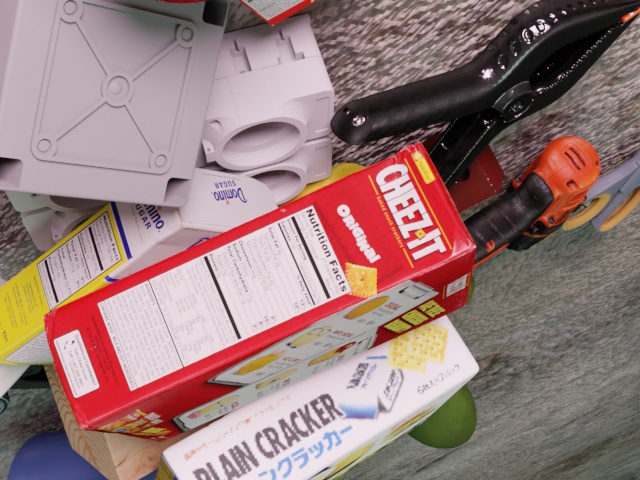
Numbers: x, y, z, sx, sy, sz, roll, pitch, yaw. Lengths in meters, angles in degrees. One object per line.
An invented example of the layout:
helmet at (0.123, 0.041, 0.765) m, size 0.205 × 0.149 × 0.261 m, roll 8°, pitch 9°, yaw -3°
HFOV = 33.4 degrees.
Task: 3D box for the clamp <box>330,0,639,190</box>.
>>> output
clamp at (0.103, -0.094, 0.649) m, size 0.210 × 0.036 × 0.164 m, roll -38°, pitch 156°, yaw 9°

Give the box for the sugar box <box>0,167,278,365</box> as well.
sugar box at (-0.114, 0.018, 0.632) m, size 0.176 × 0.048 × 0.093 m, roll -35°, pitch 157°, yaw 28°

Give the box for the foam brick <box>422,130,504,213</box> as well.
foam brick at (0.084, -0.044, 0.762) m, size 0.078 × 0.053 × 0.051 m, roll -29°, pitch -171°, yaw 23°

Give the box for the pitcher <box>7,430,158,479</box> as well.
pitcher at (-0.187, 0.242, 1.052) m, size 0.243 × 0.149 × 0.144 m, roll -18°, pitch 148°, yaw 29°

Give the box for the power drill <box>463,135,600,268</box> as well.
power drill at (0.126, 0.003, 0.856) m, size 0.187 × 0.057 × 0.184 m, roll -36°, pitch 167°, yaw -15°

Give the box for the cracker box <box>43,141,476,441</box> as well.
cracker box at (-0.026, 0.037, 0.597) m, size 0.213 × 0.072 × 0.164 m, roll -25°, pitch 166°, yaw 0°

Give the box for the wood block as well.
wood block at (-0.088, 0.085, 0.794) m, size 0.205 × 0.091 × 0.090 m, roll -25°, pitch -157°, yaw -29°
